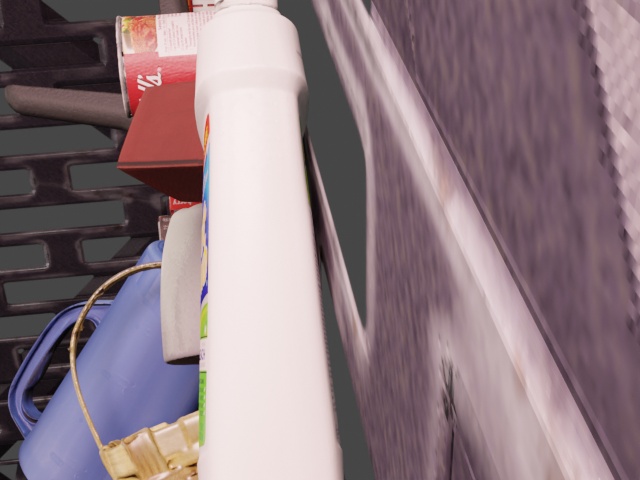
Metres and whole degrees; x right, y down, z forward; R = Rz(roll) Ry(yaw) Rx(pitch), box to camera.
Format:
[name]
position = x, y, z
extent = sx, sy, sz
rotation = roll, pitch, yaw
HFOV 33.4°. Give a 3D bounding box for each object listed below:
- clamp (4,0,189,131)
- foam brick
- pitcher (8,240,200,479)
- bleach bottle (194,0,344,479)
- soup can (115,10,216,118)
[clamp]
position = -0.114, -0.093, 0.766
extent = 0.210, 0.164, 0.036
rotation = 49, 175, 13
[foam brick]
position = -0.063, -0.054, 0.593
extent = 0.052, 0.078, 0.051
rotation = 31, -112, -46
[pitcher]
position = -0.170, 0.119, 0.965
extent = 0.243, 0.149, 0.145
rotation = -59, 32, 12
[bleach bottle]
position = -0.030, -0.004, 0.513
extent = 0.102, 0.068, 0.251
rotation = 122, 145, -80
[soup can]
position = -0.082, -0.120, 0.717
extent = 0.068, 0.102, 0.068
rotation = 175, 90, -84
